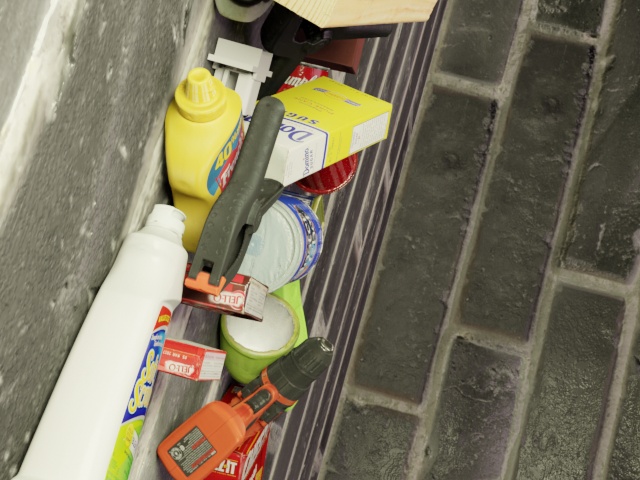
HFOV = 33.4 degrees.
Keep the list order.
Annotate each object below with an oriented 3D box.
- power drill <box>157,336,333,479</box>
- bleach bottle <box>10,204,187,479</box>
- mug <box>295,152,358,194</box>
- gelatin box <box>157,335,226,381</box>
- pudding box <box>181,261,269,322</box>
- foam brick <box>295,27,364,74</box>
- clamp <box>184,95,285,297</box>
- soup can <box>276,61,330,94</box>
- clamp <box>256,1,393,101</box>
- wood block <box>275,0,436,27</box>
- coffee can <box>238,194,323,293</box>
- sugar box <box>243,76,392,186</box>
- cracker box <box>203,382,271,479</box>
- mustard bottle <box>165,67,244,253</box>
[{"bbox_3d":[-0.078,0.183,1.147,0.185,0.057,0.187,-45,170,23],"label":"power drill"},{"bbox_3d":[-0.150,0.085,0.787,0.102,0.068,0.250,87,16,-65],"label":"bleach bottle"},{"bbox_3d":[-0.006,-0.126,1.361,0.081,0.093,0.117,66,7,-69],"label":"mug"},{"bbox_3d":[-0.127,0.100,0.919,0.089,0.073,0.030,44,60,-81],"label":"gelatin box"},{"bbox_3d":[-0.099,0.044,0.960,0.113,0.090,0.039,43,60,-81],"label":"pudding box"},{"bbox_3d":[0.010,-0.235,1.275,0.051,0.078,0.053,13,91,-80],"label":"foam brick"},{"bbox_3d":[-0.065,-0.022,0.881,0.120,0.039,0.171,77,33,-60],"label":"clamp"},{"bbox_3d":[-0.034,-0.145,1.162,0.068,0.068,0.102,-33,137,-78],"label":"soup can"},{"bbox_3d":[0.000,-0.205,1.025,0.036,0.164,0.210,61,-5,10],"label":"clamp"},{"bbox_3d":[0.032,-0.236,0.872,0.205,0.091,0.090,-23,143,-60],"label":"wood block"},{"bbox_3d":[-0.057,0.001,1.125,0.140,0.103,0.103,-15,119,-81],"label":"coffee can"},{"bbox_3d":[-0.017,-0.110,1.045,0.175,0.093,0.048,-28,135,-49],"label":"sugar box"},{"bbox_3d":[-0.118,0.315,1.357,0.164,0.072,0.214,-57,159,-68],"label":"cracker box"},{"bbox_3d":[-0.095,-0.074,0.897,0.192,0.058,0.096,91,20,-57],"label":"mustard bottle"}]
